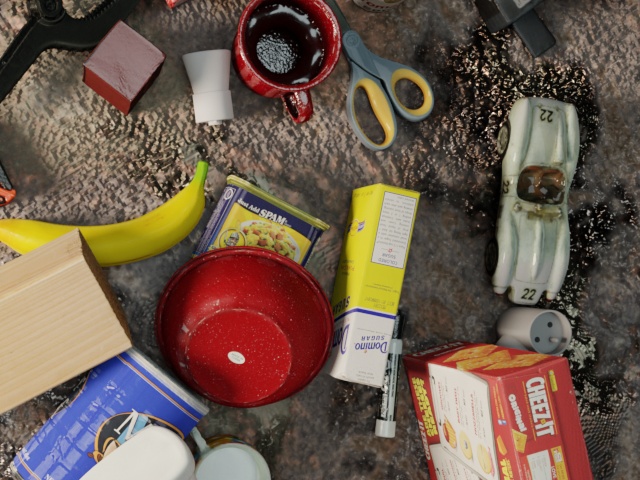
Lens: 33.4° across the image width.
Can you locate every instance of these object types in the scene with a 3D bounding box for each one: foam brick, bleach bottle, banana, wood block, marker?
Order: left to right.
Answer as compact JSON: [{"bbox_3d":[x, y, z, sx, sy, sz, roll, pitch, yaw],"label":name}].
[{"bbox_3d":[-0.269,0.084,0.878,0.206,0.090,0.091,-27,112,-6],"label":"wood block"},{"bbox_3d":[-0.184,-0.011,0.950,0.197,0.037,0.069,-18,79,-14],"label":"banana"},{"bbox_3d":[-0.172,-0.150,0.933,0.051,0.078,0.053,38,80,-9],"label":"foam brick"},{"bbox_3d":[-0.118,0.275,0.897,0.102,0.068,0.251,-36,130,-21],"label":"bleach bottle"},{"bbox_3d":[0.067,0.125,1.014,0.020,0.020,0.121,6,87,-13],"label":"marker"}]

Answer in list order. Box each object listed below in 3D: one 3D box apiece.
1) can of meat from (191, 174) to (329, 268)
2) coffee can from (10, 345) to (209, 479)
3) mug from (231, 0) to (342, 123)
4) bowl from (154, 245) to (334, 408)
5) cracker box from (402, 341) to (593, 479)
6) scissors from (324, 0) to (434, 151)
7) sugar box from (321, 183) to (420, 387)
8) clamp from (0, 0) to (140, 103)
[{"bbox_3d":[-0.056,0.001,0.969,0.102,0.057,0.084,27,85,-11],"label":"can of meat"},{"bbox_3d":[-0.178,0.167,0.912,0.102,0.103,0.140,41,80,-10],"label":"coffee can"},{"bbox_3d":[-0.031,-0.163,0.965,0.093,0.082,0.117,-20,93,-13],"label":"mug"},{"bbox_3d":[-0.069,0.088,0.930,0.162,0.055,0.162,1,113,2],"label":"bowl"},{"bbox_3d":[0.155,0.178,0.934,0.072,0.214,0.164,-13,92,-15],"label":"cracker box"},{"bbox_3d":[0.048,-0.187,1.019,0.096,0.016,0.202,-14,92,-15],"label":"scissors"},{"bbox_3d":[0.042,0.040,0.972,0.048,0.093,0.176,15,85,-12],"label":"sugar box"},{"bbox_3d":[-0.244,-0.209,0.912,0.209,0.036,0.164,-30,118,-24],"label":"clamp"}]
